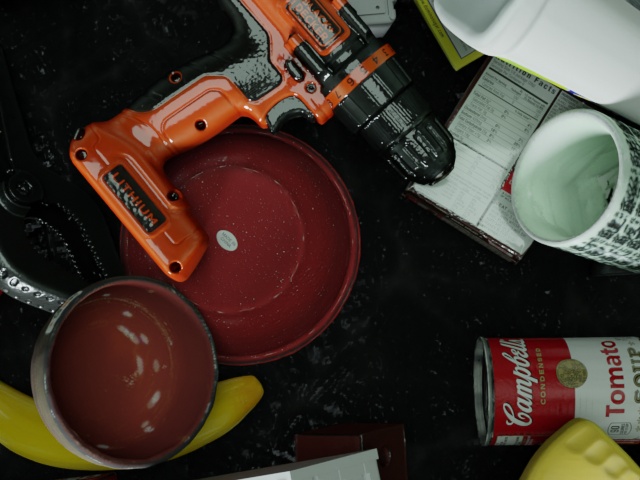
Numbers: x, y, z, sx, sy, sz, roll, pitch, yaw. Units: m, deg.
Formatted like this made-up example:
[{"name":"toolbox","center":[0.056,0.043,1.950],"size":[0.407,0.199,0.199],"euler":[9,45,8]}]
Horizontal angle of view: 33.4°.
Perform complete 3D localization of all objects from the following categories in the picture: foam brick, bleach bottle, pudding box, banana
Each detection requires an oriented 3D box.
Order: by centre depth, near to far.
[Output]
[{"name":"bleach bottle","center":[0.191,-0.098,0.632],"size":[0.250,0.103,0.068],"euler":[24,107,-24]},{"name":"foam brick","center":[0.020,0.155,0.665],"size":[0.051,0.052,0.078],"euler":[-5,86,34]},{"name":"banana","center":[-0.137,0.114,0.689],"size":[0.198,0.037,0.069],"euler":[5,87,2]},{"name":"pudding box","center":[0.120,-0.054,0.691],"size":[0.090,0.039,0.113],"euler":[32,86,4]}]

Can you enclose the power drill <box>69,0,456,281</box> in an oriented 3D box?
[{"name":"power drill","center":[-0.037,-0.063,0.632],"size":[0.187,0.057,0.184],"euler":[-41,89,-2]}]

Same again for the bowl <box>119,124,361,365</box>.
[{"name":"bowl","center":[-0.054,0.001,0.685],"size":[0.162,0.055,0.162],"euler":[0,86,2]}]

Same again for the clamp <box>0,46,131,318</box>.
[{"name":"clamp","center":[-0.195,-0.034,0.677],"size":[0.210,0.164,0.036],"euler":[44,131,-14]}]

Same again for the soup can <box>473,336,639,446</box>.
[{"name":"soup can","center":[0.150,0.094,0.666],"size":[0.102,0.068,0.068],"euler":[-1,86,1]}]
